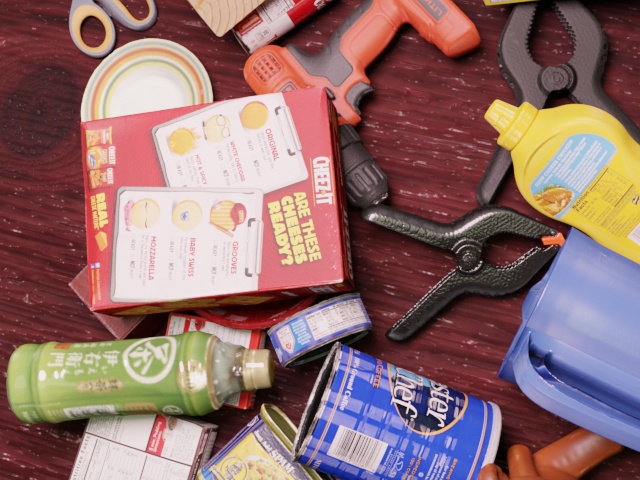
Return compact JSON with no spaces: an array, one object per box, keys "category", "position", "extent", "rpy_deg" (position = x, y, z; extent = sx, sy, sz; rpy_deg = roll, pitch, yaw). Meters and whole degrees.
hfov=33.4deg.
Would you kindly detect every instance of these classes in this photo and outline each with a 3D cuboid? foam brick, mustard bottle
[{"category":"foam brick","position":[-0.178,0.051,0.965],"extent":[0.051,0.053,0.078],"rpy_deg":[-45,75,1]},{"category":"mustard bottle","position":[0.217,-0.054,0.866],"extent":[0.191,0.058,0.096],"rpy_deg":[33,125,-1]}]

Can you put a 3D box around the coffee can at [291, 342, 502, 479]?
[{"category":"coffee can","position":[0.060,0.154,0.854],"extent":[0.140,0.103,0.103],"rpy_deg":[22,85,-2]}]

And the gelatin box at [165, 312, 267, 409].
[{"category":"gelatin box","position":[-0.098,0.107,0.951],"extent":[0.089,0.030,0.073],"rpy_deg":[8,84,13]}]

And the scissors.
[{"category":"scissors","position":[-0.249,-0.253,1.052],"extent":[0.202,0.016,0.096],"rpy_deg":[34,89,15]}]

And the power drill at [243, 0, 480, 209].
[{"category":"power drill","position":[0.048,-0.143,0.949],"extent":[0.187,0.057,0.184],"rpy_deg":[-40,76,3]}]

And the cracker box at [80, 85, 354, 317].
[{"category":"cracker box","position":[-0.086,-0.028,0.893],"extent":[0.214,0.072,0.164],"rpy_deg":[-7,80,10]}]

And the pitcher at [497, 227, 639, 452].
[{"category":"pitcher","position":[0.266,0.104,0.819],"extent":[0.243,0.145,0.149],"rpy_deg":[27,79,11]}]

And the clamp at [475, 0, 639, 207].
[{"category":"clamp","position":[0.215,-0.132,0.923],"extent":[0.164,0.036,0.210],"rpy_deg":[-1,84,10]}]

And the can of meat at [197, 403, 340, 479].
[{"category":"can of meat","position":[-0.042,0.205,0.909],"extent":[0.084,0.057,0.102],"rpy_deg":[-44,75,4]}]

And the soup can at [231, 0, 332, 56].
[{"category":"soup can","position":[-0.041,-0.224,0.977],"extent":[0.102,0.068,0.068],"rpy_deg":[-34,76,5]}]

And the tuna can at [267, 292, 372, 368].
[{"category":"tuna can","position":[0.001,0.077,0.907],"extent":[0.086,0.086,0.034],"rpy_deg":[-25,78,6]}]

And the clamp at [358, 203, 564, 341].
[{"category":"clamp","position":[0.117,0.006,0.912],"extent":[0.171,0.039,0.120],"rpy_deg":[-21,101,5]}]

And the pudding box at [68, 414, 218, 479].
[{"category":"pudding box","position":[-0.157,0.191,0.944],"extent":[0.114,0.039,0.090],"rpy_deg":[14,83,16]}]
